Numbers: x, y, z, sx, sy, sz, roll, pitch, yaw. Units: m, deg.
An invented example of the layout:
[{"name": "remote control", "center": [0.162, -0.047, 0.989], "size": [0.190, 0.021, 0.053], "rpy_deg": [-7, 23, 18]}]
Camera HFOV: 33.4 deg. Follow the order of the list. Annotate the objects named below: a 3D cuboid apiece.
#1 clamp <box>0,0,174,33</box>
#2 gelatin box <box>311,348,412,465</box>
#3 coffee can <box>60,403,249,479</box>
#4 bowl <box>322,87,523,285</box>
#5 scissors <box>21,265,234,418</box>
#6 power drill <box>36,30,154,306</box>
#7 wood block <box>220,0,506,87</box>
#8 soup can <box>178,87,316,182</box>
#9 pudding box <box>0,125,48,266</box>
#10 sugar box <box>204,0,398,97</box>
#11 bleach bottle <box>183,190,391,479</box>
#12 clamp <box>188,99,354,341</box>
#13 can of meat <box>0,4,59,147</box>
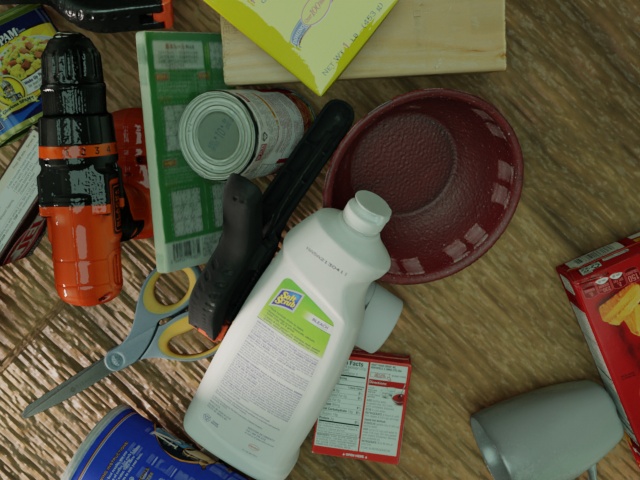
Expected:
[{"name": "clamp", "center": [-0.185, -0.209, 0.811], "size": [0.171, 0.039, 0.120], "rpy_deg": [16, 65, 5]}, {"name": "gelatin box", "center": [0.034, 0.135, 0.882], "size": [0.073, 0.030, 0.089], "rpy_deg": [7, 97, 2]}, {"name": "coffee can", "center": [-0.125, 0.209, 0.847], "size": [0.140, 0.102, 0.103], "rpy_deg": [29, 97, 10]}, {"name": "bowl", "center": [0.073, -0.048, 0.827], "size": [0.162, 0.055, 0.162], "rpy_deg": [-6, 117, -13]}, {"name": "scissors", "center": [-0.168, 0.078, 0.889], "size": [0.202, 0.016, 0.096], "rpy_deg": [-16, 95, 4]}, {"name": "power drill", "center": [-0.158, -0.057, 0.784], "size": [0.057, 0.187, 0.184], "rpy_deg": [0, 99, 6]}, {"name": "wood block", "center": [0.031, -0.167, 0.812], "size": [0.206, 0.091, 0.090], "rpy_deg": [-2, 98, 2]}, {"name": "soup can", "center": [-0.053, -0.082, 0.812], "size": [0.069, 0.102, 0.068], "rpy_deg": [4, 100, 25]}, {"name": "pudding box", "center": [-0.227, -0.036, 0.839], "size": [0.039, 0.090, 0.113], "rpy_deg": [32, 97, -2]}, {"name": "sugar box", "center": [-0.038, -0.191, 0.742], "size": [0.176, 0.048, 0.093], "rpy_deg": [38, 99, -5]}, {"name": "bleach bottle", "center": [-0.012, 0.071, 0.812], "size": [0.102, 0.068, 0.251], "rpy_deg": [31, 120, -1]}, {"name": "clamp", "center": [-0.055, 0.001, 0.781], "size": [0.036, 0.164, 0.210], "rpy_deg": [35, 120, 9]}, {"name": "can of meat", "center": [-0.237, -0.127, 0.826], "size": [0.101, 0.058, 0.084], "rpy_deg": [-39, 100, -37]}]
